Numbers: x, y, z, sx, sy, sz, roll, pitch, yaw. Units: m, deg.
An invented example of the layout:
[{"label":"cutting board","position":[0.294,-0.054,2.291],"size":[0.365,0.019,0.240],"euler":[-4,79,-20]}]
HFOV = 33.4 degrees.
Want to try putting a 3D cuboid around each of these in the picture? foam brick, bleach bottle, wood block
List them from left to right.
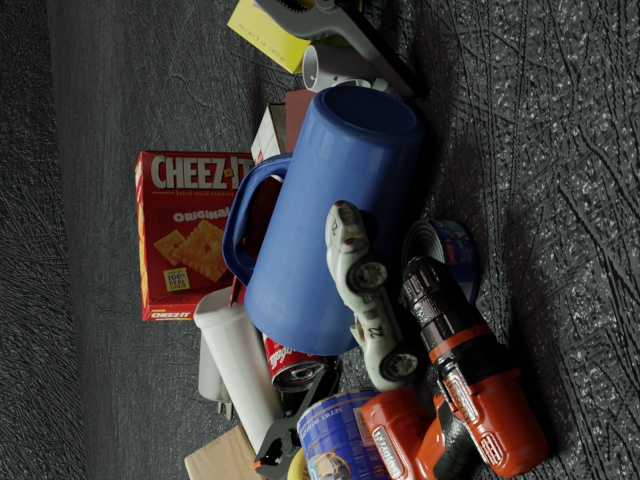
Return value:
[{"label":"wood block","position":[-0.091,0.332,1.314],"size":[0.090,0.090,0.206],"euler":[60,176,-28]},{"label":"bleach bottle","position":[-0.077,0.183,1.278],"size":[0.102,0.068,0.251],"euler":[-89,-20,-77]},{"label":"foam brick","position":[-0.001,-0.120,1.126],"size":[0.051,0.052,0.078],"euler":[-2,89,45]}]

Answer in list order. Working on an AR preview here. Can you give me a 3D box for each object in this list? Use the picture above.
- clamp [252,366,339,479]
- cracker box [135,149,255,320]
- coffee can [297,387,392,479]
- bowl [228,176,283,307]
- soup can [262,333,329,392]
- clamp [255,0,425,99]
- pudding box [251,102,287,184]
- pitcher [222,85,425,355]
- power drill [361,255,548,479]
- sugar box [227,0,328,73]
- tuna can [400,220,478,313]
[{"label":"clamp","position":[-0.019,0.233,1.194],"size":[0.172,0.039,0.120],"euler":[-51,35,37]},{"label":"cracker box","position":[-0.150,-0.008,1.374],"size":[0.072,0.164,0.214],"euler":[127,140,-64]},{"label":"coffee can","position":[0.043,0.222,0.987],"size":[0.103,0.102,0.140],"euler":[112,149,-47]},{"label":"bowl","position":[-0.058,0.001,1.184],"size":[0.162,0.055,0.162],"euler":[-168,92,-87]},{"label":"soup can","position":[-0.032,0.113,1.225],"size":[0.069,0.068,0.102],"euler":[115,148,-50]},{"label":"clamp","position":[0.018,-0.217,0.985],"size":[0.210,0.036,0.164],"euler":[9,106,32]},{"label":"pudding box","position":[-0.048,-0.097,1.295],"size":[0.090,0.039,0.113],"euler":[118,143,-52]},{"label":"pitcher","position":[0.006,-0.024,1.019],"size":[0.145,0.149,0.243],"euler":[-118,36,-49]},{"label":"power drill","position":[0.094,0.126,0.871],"size":[0.184,0.057,0.188],"euler":[65,154,21]},{"label":"sugar box","position":[-0.011,-0.262,1.044],"size":[0.093,0.048,0.176],"euler":[38,118,15]},{"label":"tuna can","position":[0.101,0.025,0.915],"size":[0.086,0.033,0.086],"euler":[178,90,-69]}]
